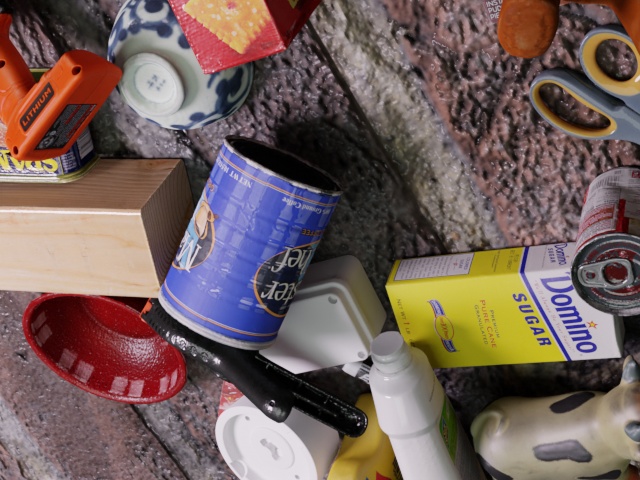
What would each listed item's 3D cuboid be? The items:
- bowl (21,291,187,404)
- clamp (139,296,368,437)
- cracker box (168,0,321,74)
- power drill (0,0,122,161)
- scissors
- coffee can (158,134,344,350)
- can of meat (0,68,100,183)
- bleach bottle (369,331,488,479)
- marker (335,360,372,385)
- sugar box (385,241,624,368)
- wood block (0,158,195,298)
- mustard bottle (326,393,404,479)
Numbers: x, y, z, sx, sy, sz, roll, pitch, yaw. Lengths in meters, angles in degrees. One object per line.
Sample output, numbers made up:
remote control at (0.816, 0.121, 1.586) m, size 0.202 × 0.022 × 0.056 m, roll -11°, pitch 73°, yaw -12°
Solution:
bowl at (-0.193, 0.084, 1.000) m, size 0.162 × 0.055 × 0.162 m, roll 10°, pitch 137°, yaw 10°
clamp at (-0.070, 0.098, 0.865) m, size 0.210 × 0.164 × 0.036 m, roll 29°, pitch 88°, yaw 21°
cracker box at (-0.064, -0.239, 0.682) m, size 0.072 × 0.164 × 0.213 m, roll -12°, pitch 117°, yaw 25°
power drill at (-0.236, -0.169, 0.820) m, size 0.188 × 0.057 × 0.185 m, roll 49°, pitch 118°, yaw 15°
scissors at (0.250, -0.086, 0.759) m, size 0.202 × 0.016 × 0.096 m, roll 23°, pitch 127°, yaw 5°
coffee can at (-0.056, 0.001, 0.847) m, size 0.103 × 0.102 × 0.140 m, roll 25°, pitch 104°, yaw 3°
can of meat at (-0.248, -0.099, 0.910) m, size 0.102 × 0.057 × 0.084 m, roll 3°, pitch 120°, yaw 18°
bleach bottle at (0.093, 0.172, 0.913) m, size 0.068 × 0.102 × 0.251 m, roll -14°, pitch 125°, yaw 14°
marker at (0.051, 0.125, 0.970) m, size 0.121 × 0.020 × 0.020 m, roll 27°, pitch 127°, yaw 1°
sugar box at (0.151, 0.055, 0.870) m, size 0.176 × 0.048 × 0.093 m, roll -6°, pitch 122°, yaw 25°
wood block at (-0.221, -0.013, 0.935) m, size 0.206 × 0.090 × 0.090 m, roll 2°, pitch 122°, yaw 19°
mustard bottle at (0.038, 0.227, 0.935) m, size 0.058 × 0.191 × 0.096 m, roll -4°, pitch 120°, yaw 23°
